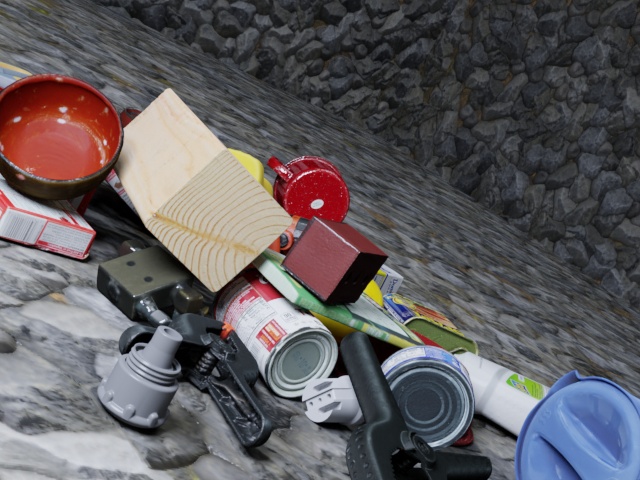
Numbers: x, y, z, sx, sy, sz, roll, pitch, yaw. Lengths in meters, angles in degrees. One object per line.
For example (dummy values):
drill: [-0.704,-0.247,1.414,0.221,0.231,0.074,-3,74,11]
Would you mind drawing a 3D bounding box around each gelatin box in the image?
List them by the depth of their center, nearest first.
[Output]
gelatin box: [-0.243,-0.020,0.901,0.089,0.030,0.073,19,14,-43]

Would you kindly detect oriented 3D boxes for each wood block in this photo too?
wood block: [-0.113,-0.050,0.931,0.090,0.090,0.206,48,0,-29]

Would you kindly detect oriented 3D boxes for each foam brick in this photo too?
foam brick: [0.012,0.017,0.887,0.051,0.053,0.078,38,11,19]

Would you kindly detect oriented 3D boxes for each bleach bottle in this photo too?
bleach bottle: [0.227,0.181,1.118,0.251,0.068,0.102,28,10,3]

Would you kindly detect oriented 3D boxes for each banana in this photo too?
banana: [0.026,0.075,1.112,0.069,0.037,0.197,40,22,9]

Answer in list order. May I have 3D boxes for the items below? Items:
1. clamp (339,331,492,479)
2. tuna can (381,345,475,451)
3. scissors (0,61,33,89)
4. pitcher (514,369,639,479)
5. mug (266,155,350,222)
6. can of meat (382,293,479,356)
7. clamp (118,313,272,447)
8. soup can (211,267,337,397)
clamp: [0.070,0.166,0.790,0.164,0.036,0.210,42,20,-11]
tuna can: [0.087,0.134,0.900,0.086,0.086,0.033,29,12,-5]
scissors: [-0.309,-0.152,0.982,0.096,0.016,0.201,28,10,10]
pitcher: [0.301,0.228,0.963,0.242,0.149,0.145,26,-4,-34]
mug: [-0.018,-0.061,1.300,0.117,0.093,0.081,43,3,-13]
can of meat: [0.111,0.106,1.174,0.102,0.057,0.084,25,10,-23]
clamp: [-0.090,0.084,0.781,0.120,0.039,0.171,42,3,-13]
soup can: [-0.039,0.076,0.889,0.068,0.068,0.102,20,14,-40]
